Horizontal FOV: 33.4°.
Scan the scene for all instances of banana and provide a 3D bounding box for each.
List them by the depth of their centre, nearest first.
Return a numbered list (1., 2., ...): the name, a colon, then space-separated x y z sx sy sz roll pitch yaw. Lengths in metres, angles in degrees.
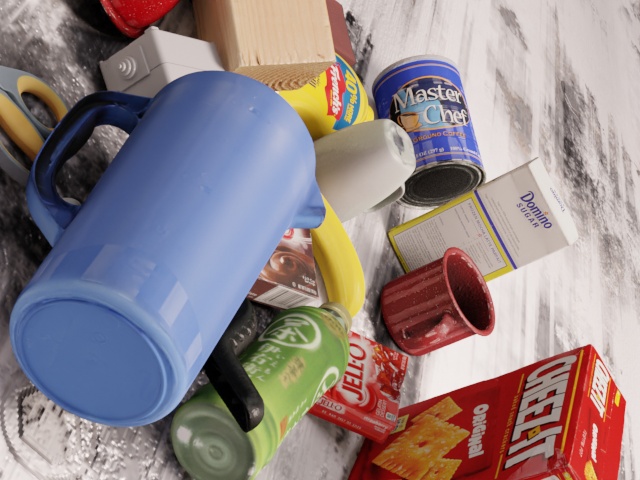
1. banana: -0.007 -0.009 0.960 0.198 0.037 0.069 62 29 -3

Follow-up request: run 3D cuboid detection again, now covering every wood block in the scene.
1. wood block: -0.059 -0.236 0.909 0.090 0.090 0.206 -7 84 -24

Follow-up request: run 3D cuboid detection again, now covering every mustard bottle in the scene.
1. mustard bottle: -0.006 -0.146 1.047 0.191 0.058 0.096 28 58 -48

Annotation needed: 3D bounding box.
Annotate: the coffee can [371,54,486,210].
1. coffee can: 0.119 -0.119 1.184 0.102 0.103 0.140 25 48 -49

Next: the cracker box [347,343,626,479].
1. cracker box: 0.122 0.178 0.839 0.072 0.214 0.164 57 30 -14

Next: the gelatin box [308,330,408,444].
1. gelatin box: 0.032 0.119 0.897 0.073 0.030 0.089 25 37 -5

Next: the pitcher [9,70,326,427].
1. pitcher: -0.106 -0.004 0.683 0.242 0.149 0.145 -65 140 -52

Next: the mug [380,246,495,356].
1. mug: 0.110 0.070 1.041 0.093 0.082 0.117 55 30 -16

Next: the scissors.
1. scissors: -0.232 -0.127 0.714 0.202 0.016 0.096 59 28 -8

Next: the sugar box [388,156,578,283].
1. sugar box: 0.164 -0.006 1.091 0.093 0.176 0.048 63 29 -2

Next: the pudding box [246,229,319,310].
1. pudding box: -0.056 0.001 0.864 0.113 0.039 0.090 24 48 -42

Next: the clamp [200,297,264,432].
1. clamp: -0.078 0.073 0.720 0.171 0.120 0.039 -60 161 -57
